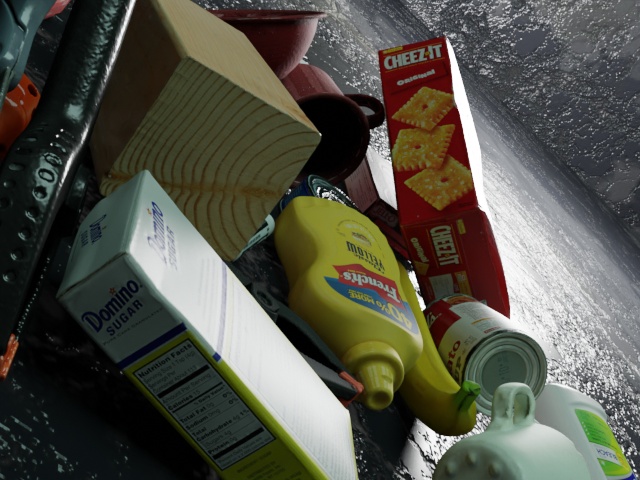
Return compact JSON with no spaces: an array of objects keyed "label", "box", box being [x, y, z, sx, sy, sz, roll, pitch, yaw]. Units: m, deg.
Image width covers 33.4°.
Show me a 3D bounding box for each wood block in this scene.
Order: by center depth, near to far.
[{"label":"wood block","box":[-0.084,-0.084,0.651,0.090,0.090,0.206,29,15,-27]}]

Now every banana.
[{"label":"banana","box":[0.075,0.083,0.760,0.037,0.070,0.198,9,21,-19]}]

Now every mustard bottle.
[{"label":"mustard bottle","box":[0.022,0.046,0.724,0.096,0.058,0.191,30,23,-25]}]

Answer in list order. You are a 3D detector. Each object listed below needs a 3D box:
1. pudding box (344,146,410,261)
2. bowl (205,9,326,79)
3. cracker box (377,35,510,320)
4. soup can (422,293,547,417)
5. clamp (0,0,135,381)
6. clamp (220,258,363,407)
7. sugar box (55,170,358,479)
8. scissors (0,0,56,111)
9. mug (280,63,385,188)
[{"label":"pudding box","box":[0.067,-0.036,1.049,0.090,0.039,0.113,37,20,-29]},{"label":"bowl","box":[-0.075,-0.161,0.884,0.162,0.055,0.162,0,14,0]},{"label":"cracker box","box":[0.108,-0.045,0.921,0.164,0.072,0.213,67,16,-46]},{"label":"soup can","box":[0.118,0.085,0.799,0.068,0.068,0.102,40,-1,-19]},{"label":"clamp","box":[-0.123,-0.017,0.471,0.036,0.165,0.210,17,47,-9]},{"label":"clamp","box":[-0.048,0.044,0.598,0.171,0.039,0.120,40,20,-3]},{"label":"sugar box","box":[-0.048,0.058,0.508,0.176,0.048,0.093,50,14,-21]},{"label":"scissors","box":[-0.145,-0.076,0.457,0.016,0.096,0.201,41,52,-39]},{"label":"mug","box":[-0.002,-0.105,0.927,0.081,0.117,0.093,-118,-165,-53]}]
